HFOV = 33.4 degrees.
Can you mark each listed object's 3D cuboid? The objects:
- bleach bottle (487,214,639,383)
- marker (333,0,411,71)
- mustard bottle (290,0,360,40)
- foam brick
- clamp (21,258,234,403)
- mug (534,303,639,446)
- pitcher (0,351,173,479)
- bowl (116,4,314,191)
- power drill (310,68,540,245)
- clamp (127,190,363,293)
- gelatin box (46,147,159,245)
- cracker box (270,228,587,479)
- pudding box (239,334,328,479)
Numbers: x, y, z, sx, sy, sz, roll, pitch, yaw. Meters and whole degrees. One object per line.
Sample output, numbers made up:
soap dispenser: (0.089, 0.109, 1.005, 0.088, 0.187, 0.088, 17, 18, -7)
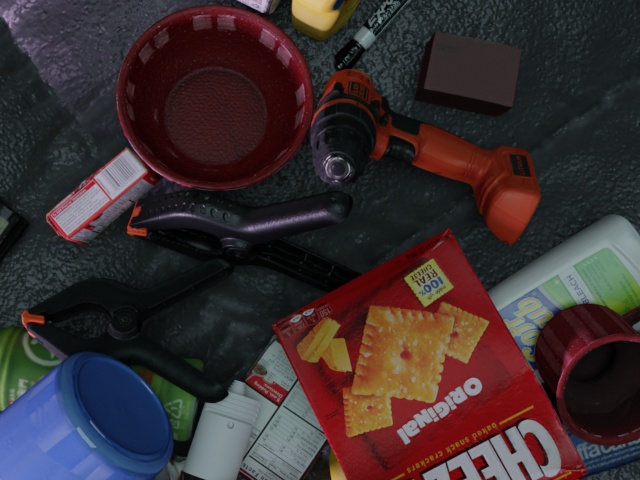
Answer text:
bleach bottle: (0.170, 0.085, 0.900, 0.251, 0.068, 0.102, -34, 92, 0)
marker: (0.054, -0.194, 0.929, 0.020, 0.020, 0.121, 41, 88, 0)
mustard bottle: (0.012, -0.224, 0.843, 0.058, 0.191, 0.096, 28, 87, 0)
foam brick: (0.126, -0.142, 0.912, 0.078, 0.051, 0.053, 12, 86, -1)
clamp: (-0.148, 0.077, 0.849, 0.171, 0.039, 0.120, -7, 60, -4)
mug: (0.225, 0.091, 0.830, 0.093, 0.081, 0.117, 42, 99, -17)
pitcher: (-0.223, 0.203, 0.805, 0.243, 0.145, 0.149, -42, 96, 19)
bowl: (-0.088, -0.113, 0.896, 0.162, 0.055, 0.162, 1, 78, -6)
power drill: (0.081, -0.065, 0.855, 0.187, 0.184, 0.057, 25, 117, -8)
clamp: (-0.056, 0.001, 0.882, 0.210, 0.164, 0.036, 6, 62, 20)
gelatin box: (-0.180, -0.036, 0.890, 0.089, 0.073, 0.030, -40, 88, -2)
cracker box: (0.080, 0.123, 0.828, 0.164, 0.072, 0.214, -28, 72, -1)
pudding box: (-0.033, 0.149, 0.903, 0.090, 0.039, 0.113, 35, 89, 2)
